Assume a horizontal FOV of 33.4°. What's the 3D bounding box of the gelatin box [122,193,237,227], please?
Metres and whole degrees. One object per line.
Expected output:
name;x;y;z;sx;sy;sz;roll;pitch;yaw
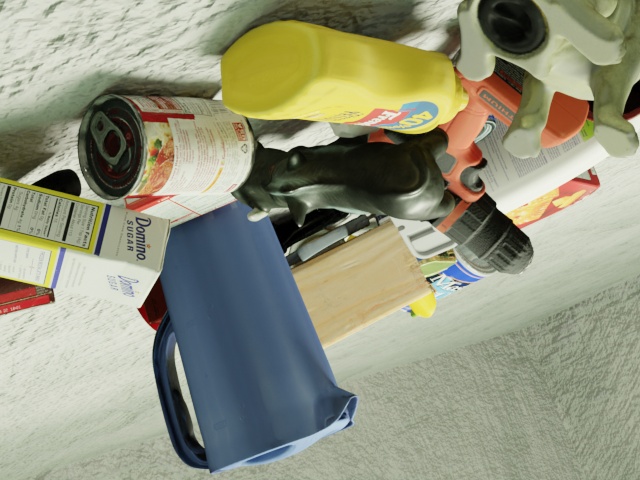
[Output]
gelatin box;-0.115;-0.041;0.876;0.073;0.030;0.089;-23;167;9

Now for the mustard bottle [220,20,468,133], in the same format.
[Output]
mustard bottle;0.033;-0.105;0.716;0.191;0.058;0.096;0;174;-44

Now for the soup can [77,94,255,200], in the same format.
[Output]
soup can;-0.102;-0.062;0.717;0.069;0.068;0.102;-30;165;38

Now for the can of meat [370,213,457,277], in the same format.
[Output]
can of meat;0.113;-0.003;1.265;0.058;0.084;0.101;-26;166;26

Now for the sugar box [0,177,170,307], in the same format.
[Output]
sugar box;-0.195;-0.004;0.709;0.176;0.048;0.093;12;159;-15

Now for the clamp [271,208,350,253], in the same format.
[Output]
clamp;-0.057;0.001;1.119;0.120;0.039;0.172;-9;164;-46

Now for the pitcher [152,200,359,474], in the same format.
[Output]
pitcher;-0.079;0.081;0.957;0.149;0.243;0.145;-16;167;-17

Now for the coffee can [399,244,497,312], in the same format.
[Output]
coffee can;0.151;0.023;1.388;0.102;0.103;0.141;-7;162;-46

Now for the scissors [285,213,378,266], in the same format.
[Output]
scissors;0.025;-0.010;1.170;0.096;0.016;0.201;-28;180;36

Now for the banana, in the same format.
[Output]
banana;0.089;0.048;1.312;0.070;0.037;0.197;-13;138;37

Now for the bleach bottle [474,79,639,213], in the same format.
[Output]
bleach bottle;0.234;-0.104;0.975;0.251;0.102;0.068;-25;172;27

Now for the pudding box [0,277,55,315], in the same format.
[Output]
pudding box;-0.282;0.047;0.910;0.089;0.039;0.114;-13;-179;-25

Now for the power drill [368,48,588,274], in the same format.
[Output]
power drill;0.130;-0.066;0.855;0.057;0.184;0.188;-51;180;-36

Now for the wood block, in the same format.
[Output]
wood block;0.000;0.064;1.135;0.205;0.090;0.091;-26;180;-18
